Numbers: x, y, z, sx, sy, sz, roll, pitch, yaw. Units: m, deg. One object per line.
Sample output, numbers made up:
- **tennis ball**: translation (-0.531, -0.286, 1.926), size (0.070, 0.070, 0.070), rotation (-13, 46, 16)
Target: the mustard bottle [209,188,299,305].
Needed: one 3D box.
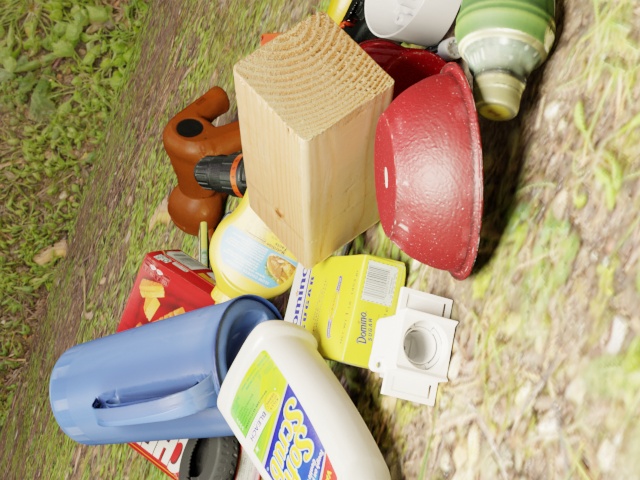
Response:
- **mustard bottle**: translation (-0.057, 0.001, 1.079), size (0.192, 0.096, 0.058), rotation (-60, 5, 9)

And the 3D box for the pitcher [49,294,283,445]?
- **pitcher**: translation (-0.156, 0.141, 1.056), size (0.243, 0.149, 0.145), rotation (-14, 53, 31)

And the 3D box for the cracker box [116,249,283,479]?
- **cracker box**: translation (-0.155, 0.140, 1.191), size (0.164, 0.072, 0.214), rotation (31, 107, 26)

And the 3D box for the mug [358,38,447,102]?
- **mug**: translation (0.066, -0.111, 0.908), size (0.082, 0.093, 0.117), rotation (-152, 53, -66)

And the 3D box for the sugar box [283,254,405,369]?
- **sugar box**: translation (0.015, 0.062, 0.955), size (0.176, 0.048, 0.093), rotation (-6, 69, 68)

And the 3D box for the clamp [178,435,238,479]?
- **clamp**: translation (-0.128, 0.264, 1.094), size (0.165, 0.036, 0.210), rotation (-27, 48, 51)

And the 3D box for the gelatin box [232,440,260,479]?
- **gelatin box**: translation (-0.089, 0.252, 1.109), size (0.073, 0.030, 0.089), rotation (155, 128, -64)

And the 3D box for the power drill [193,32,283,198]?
- **power drill**: translation (-0.051, -0.134, 1.179), size (0.185, 0.057, 0.187), rotation (7, 79, 37)

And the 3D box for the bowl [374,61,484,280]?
- **bowl**: translation (0.074, -0.049, 0.784), size (0.162, 0.055, 0.162), rotation (176, 90, -84)

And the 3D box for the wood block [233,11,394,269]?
- **wood block**: translation (-0.006, -0.075, 0.879), size (0.091, 0.090, 0.206), rotation (48, 161, 21)

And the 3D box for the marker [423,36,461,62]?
- **marker**: translation (0.094, -0.163, 0.960), size (0.121, 0.020, 0.020), rotation (180, 106, -70)

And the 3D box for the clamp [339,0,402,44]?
- **clamp**: translation (0.057, -0.229, 1.084), size (0.172, 0.039, 0.120), rotation (140, 147, -67)

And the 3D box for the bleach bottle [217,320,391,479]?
- **bleach bottle**: translation (0.006, 0.169, 0.815), size (0.103, 0.068, 0.251), rotation (-61, 38, 14)
